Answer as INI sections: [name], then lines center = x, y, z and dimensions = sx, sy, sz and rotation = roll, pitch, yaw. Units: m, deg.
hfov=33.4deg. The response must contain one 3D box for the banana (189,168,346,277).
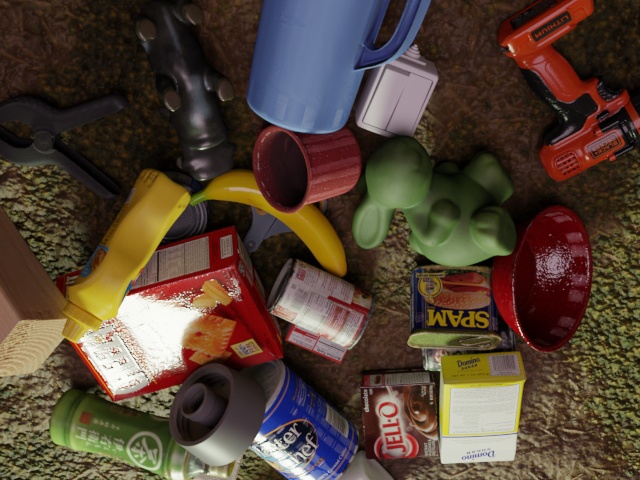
[banana]
center = -0.043, -0.028, 1.169
dimensions = 0.197, 0.037, 0.070
rotation = 28, 120, -14

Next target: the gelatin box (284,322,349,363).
[gelatin box]
center = 0.009, 0.090, 1.244
dimensions = 0.073, 0.030, 0.089
rotation = 23, 110, -10

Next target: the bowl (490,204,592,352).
[bowl]
center = 0.236, 0.040, 1.177
dimensions = 0.055, 0.161, 0.162
rotation = 6, 124, 43

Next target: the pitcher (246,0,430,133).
[pitcher]
center = 0.013, -0.227, 1.038
dimensions = 0.144, 0.149, 0.243
rotation = 7, 119, -17

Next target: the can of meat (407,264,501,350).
[can of meat]
center = 0.150, 0.075, 1.201
dimensions = 0.102, 0.084, 0.057
rotation = 2, 158, -1

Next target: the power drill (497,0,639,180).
[power drill]
center = 0.283, -0.172, 1.103
dimensions = 0.184, 0.057, 0.187
rotation = -30, 111, 14

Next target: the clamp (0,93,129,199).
[clamp]
center = -0.288, -0.103, 1.153
dimensions = 0.171, 0.039, 0.120
rotation = 4, 111, 6

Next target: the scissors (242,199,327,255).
[scissors]
center = -0.058, 0.001, 1.212
dimensions = 0.096, 0.016, 0.202
rotation = 16, 114, -7

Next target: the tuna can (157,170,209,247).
[tuna can]
center = -0.167, -0.034, 1.186
dimensions = 0.086, 0.033, 0.086
rotation = 0, 115, 0

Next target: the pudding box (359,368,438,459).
[pudding box]
center = 0.096, 0.211, 1.296
dimensions = 0.090, 0.039, 0.113
rotation = -4, 115, 3

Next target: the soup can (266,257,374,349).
[soup can]
center = 0.000, 0.069, 1.181
dimensions = 0.102, 0.068, 0.069
rotation = 25, 113, -10

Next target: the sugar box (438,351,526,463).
[sugar box]
center = 0.186, 0.199, 1.254
dimensions = 0.093, 0.048, 0.176
rotation = -3, 141, 2

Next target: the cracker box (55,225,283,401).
[cracker box]
center = -0.167, 0.088, 1.200
dimensions = 0.214, 0.072, 0.164
rotation = -16, 133, 7

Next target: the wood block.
[wood block]
center = -0.361, 0.037, 1.131
dimensions = 0.091, 0.090, 0.206
rotation = -48, 67, 19

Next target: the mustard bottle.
[mustard bottle]
center = -0.207, 0.019, 1.097
dimensions = 0.058, 0.096, 0.191
rotation = 34, 81, -16

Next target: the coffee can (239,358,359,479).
[coffee can]
center = -0.037, 0.216, 1.256
dimensions = 0.103, 0.103, 0.140
rotation = -38, 117, 16

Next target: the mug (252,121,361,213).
[mug]
center = -0.019, -0.089, 1.123
dimensions = 0.081, 0.117, 0.093
rotation = -17, 139, -39
